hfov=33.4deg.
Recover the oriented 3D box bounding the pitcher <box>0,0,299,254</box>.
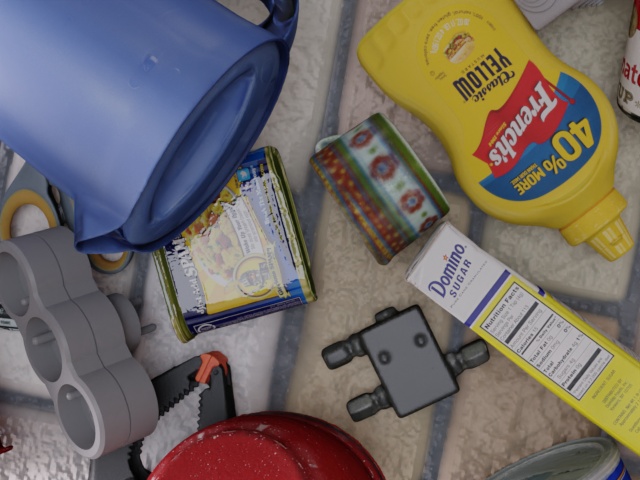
[{"bbox_3d":[-0.140,-0.120,0.565,0.243,0.149,0.145,36,118,8],"label":"pitcher"}]

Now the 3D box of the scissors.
[{"bbox_3d":[-0.181,-0.064,0.652,0.096,0.016,0.202,-24,99,12],"label":"scissors"}]

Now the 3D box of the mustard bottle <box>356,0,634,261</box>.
[{"bbox_3d":[0.114,-0.067,0.618,0.096,0.058,0.191,-39,88,5],"label":"mustard bottle"}]

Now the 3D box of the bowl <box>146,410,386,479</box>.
[{"bbox_3d":[-0.042,0.154,0.568,0.162,0.055,0.162,-9,54,13],"label":"bowl"}]

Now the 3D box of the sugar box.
[{"bbox_3d":[0.128,0.056,0.603,0.176,0.093,0.048,34,94,5],"label":"sugar box"}]

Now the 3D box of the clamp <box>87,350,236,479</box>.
[{"bbox_3d":[-0.120,0.160,0.657,0.164,0.036,0.210,20,91,6],"label":"clamp"}]

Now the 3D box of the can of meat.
[{"bbox_3d":[-0.054,0.001,0.638,0.084,0.057,0.102,-16,89,4],"label":"can of meat"}]
